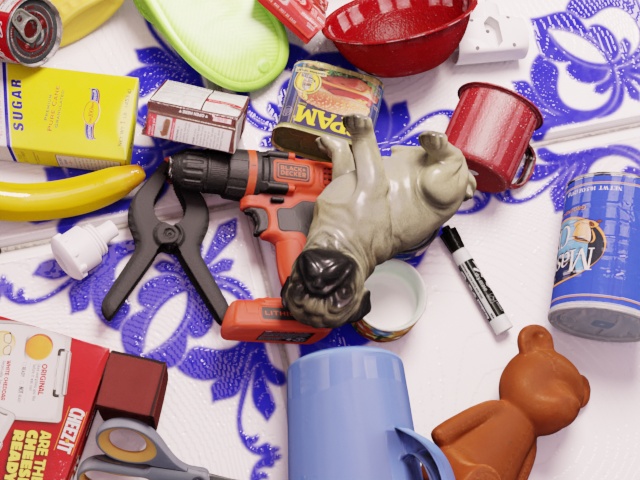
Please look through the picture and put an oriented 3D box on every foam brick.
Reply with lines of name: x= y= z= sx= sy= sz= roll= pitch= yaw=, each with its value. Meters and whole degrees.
foam brick: x=-0.169 y=0.137 z=0.966 sx=0.051 sy=0.078 sz=0.053 roll=12 pitch=69 yaw=-2

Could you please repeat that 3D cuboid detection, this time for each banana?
banana: x=-0.269 y=-0.047 z=1.020 sx=0.197 sy=0.070 sz=0.037 roll=0 pitch=55 yaw=-22

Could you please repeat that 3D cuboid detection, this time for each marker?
marker: x=0.154 y=0.038 z=1.064 sx=0.020 sy=0.020 sz=0.121 roll=-25 pitch=76 yaw=-14

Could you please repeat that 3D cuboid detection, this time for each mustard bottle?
mustard bottle: x=-0.289 y=-0.301 z=1.105 sx=0.096 sy=0.058 sz=0.192 roll=-34 pitch=77 yaw=6

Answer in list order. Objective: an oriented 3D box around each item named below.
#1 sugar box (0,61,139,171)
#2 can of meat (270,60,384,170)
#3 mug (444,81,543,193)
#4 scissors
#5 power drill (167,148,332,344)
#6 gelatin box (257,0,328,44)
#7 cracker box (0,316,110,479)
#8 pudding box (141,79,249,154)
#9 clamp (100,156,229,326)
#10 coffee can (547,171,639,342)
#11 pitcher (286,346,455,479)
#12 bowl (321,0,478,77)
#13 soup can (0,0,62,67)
sugar box: x=-0.272 y=-0.124 z=1.057 sx=0.176 sy=0.048 sz=0.093 roll=6 pitch=71 yaw=-5
can of meat: x=0.009 y=-0.128 z=1.085 sx=0.102 sy=0.057 sz=0.084 roll=15 pitch=68 yaw=-2
mug: x=0.175 y=-0.095 z=1.082 sx=0.117 sy=0.093 sz=0.081 roll=35 pitch=73 yaw=-33
scissors: x=-0.117 y=0.198 z=0.955 sx=0.201 sy=0.096 sz=0.016 roll=0 pitch=32 yaw=-4
power drill: x=-0.057 y=0.001 z=1.018 sx=0.184 sy=0.057 sz=0.187 roll=5 pitch=70 yaw=-16
gelatin box: x=-0.028 y=-0.248 z=1.095 sx=0.073 sy=0.089 sz=0.030 roll=40 pitch=114 yaw=-17
cracker box: x=-0.313 y=0.148 z=0.950 sx=0.213 sy=0.072 sz=0.164 roll=17 pitch=71 yaw=-1
pudding box: x=-0.120 y=-0.123 z=1.042 sx=0.090 sy=0.113 sz=0.039 roll=11 pitch=107 yaw=-2
clamp: x=-0.138 y=0.006 z=1.034 sx=0.120 sy=0.039 sz=0.171 roll=14 pitch=72 yaw=-16
coffee can: x=0.282 y=0.018 z=1.041 sx=0.103 sy=0.103 sz=0.140 roll=13 pitch=71 yaw=-2
pitcher: x=0.040 y=0.218 z=0.929 sx=0.149 sy=0.145 sz=0.243 roll=-4 pitch=69 yaw=-2
bowl: x=0.084 y=-0.210 z=1.095 sx=0.162 sy=0.055 sz=0.162 roll=-10 pitch=29 yaw=6
soup can: x=-0.314 y=-0.213 z=1.050 sx=0.102 sy=0.068 sz=0.068 roll=18 pitch=68 yaw=31
